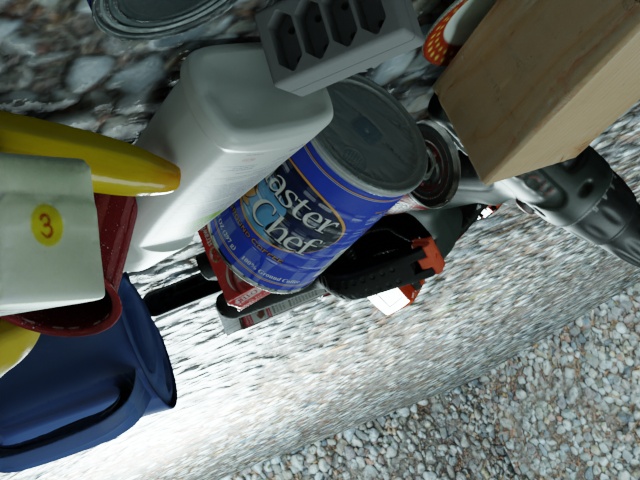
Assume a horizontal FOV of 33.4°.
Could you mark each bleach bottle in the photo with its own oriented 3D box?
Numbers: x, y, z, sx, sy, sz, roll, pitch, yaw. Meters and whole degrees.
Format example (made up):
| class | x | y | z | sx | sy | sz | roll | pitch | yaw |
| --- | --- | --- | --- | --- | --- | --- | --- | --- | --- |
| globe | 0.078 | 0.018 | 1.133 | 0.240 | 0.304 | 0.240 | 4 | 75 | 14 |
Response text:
| class | x | y | z | sx | sy | sz | roll | pitch | yaw |
| --- | --- | --- | --- | --- | --- | --- | --- | --- | --- |
| bleach bottle | -0.099 | -0.038 | 0.723 | 0.102 | 0.068 | 0.251 | -14 | 164 | -41 |

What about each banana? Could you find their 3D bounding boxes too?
| class | x | y | z | sx | sy | sz | roll | pitch | yaw |
| --- | --- | --- | --- | --- | --- | --- | --- | --- | --- |
| banana | -0.164 | -0.048 | 0.577 | 0.197 | 0.070 | 0.037 | 7 | 104 | -54 |

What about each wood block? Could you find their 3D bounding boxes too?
| class | x | y | z | sx | sy | sz | roll | pitch | yaw |
| --- | --- | --- | --- | --- | --- | --- | --- | --- | --- |
| wood block | 0.168 | -0.130 | 0.699 | 0.090 | 0.090 | 0.206 | -19 | 164 | -25 |

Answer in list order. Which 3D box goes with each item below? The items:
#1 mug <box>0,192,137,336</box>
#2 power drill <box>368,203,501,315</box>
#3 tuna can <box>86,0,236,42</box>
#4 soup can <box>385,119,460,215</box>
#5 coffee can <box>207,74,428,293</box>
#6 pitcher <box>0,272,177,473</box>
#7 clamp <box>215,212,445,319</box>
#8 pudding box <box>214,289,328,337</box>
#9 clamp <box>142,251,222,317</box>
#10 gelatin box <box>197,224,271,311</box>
| class | x | y | z | sx | sy | sz | roll | pitch | yaw |
| --- | --- | --- | --- | --- | --- | --- | --- | --- | --- |
| mug | -0.167 | -0.005 | 0.655 | 0.093 | 0.081 | 0.117 | -15 | 138 | 27 |
| power drill | 0.120 | -0.009 | 1.088 | 0.187 | 0.057 | 0.184 | -45 | 176 | -16 |
| tuna can | -0.072 | -0.132 | 0.499 | 0.086 | 0.034 | 0.086 | -23 | 165 | -7 |
| soup can | 0.049 | -0.053 | 0.837 | 0.068 | 0.068 | 0.102 | -12 | -178 | -42 |
| coffee can | -0.005 | -0.040 | 0.770 | 0.102 | 0.103 | 0.141 | -11 | 156 | -43 |
| pitcher | -0.251 | 0.128 | 0.897 | 0.243 | 0.145 | 0.149 | -23 | 168 | 1 |
| clamp | 0.025 | 0.006 | 0.890 | 0.210 | 0.036 | 0.164 | -6 | -146 | 45 |
| pudding box | -0.047 | 0.056 | 1.004 | 0.090 | 0.039 | 0.114 | -24 | 175 | -14 |
| clamp | -0.088 | 0.033 | 1.026 | 0.120 | 0.039 | 0.171 | -24 | 170 | 39 |
| gelatin box | -0.056 | 0.001 | 0.865 | 0.073 | 0.089 | 0.030 | -29 | 154 | 10 |
